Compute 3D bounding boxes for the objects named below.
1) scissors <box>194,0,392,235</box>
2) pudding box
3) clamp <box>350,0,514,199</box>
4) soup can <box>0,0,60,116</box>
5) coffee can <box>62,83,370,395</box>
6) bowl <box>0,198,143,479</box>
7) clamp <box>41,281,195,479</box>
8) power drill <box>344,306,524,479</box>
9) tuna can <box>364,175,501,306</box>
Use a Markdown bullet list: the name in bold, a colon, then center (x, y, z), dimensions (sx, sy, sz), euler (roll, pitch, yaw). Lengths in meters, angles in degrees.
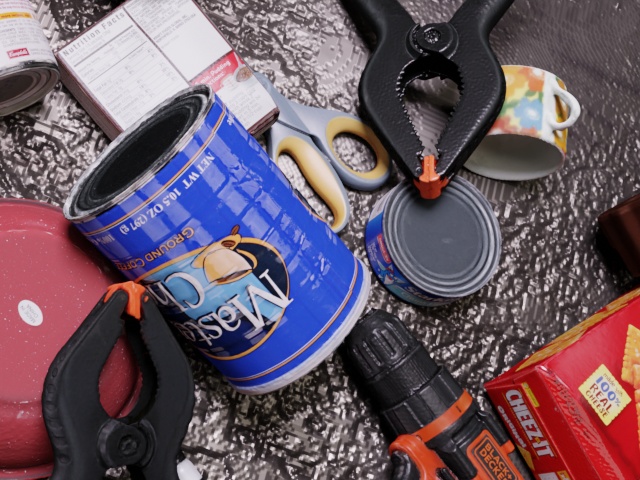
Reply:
- **scissors**: center (-0.022, -0.098, 0.698), dimensions (0.096, 0.016, 0.202), euler (-22, 83, -25)
- **pudding box**: center (-0.093, -0.092, 0.648), dimensions (0.090, 0.039, 0.113), euler (-40, 89, -16)
- **clamp**: center (0.083, -0.129, 0.698), dimensions (0.164, 0.036, 0.210), euler (-7, 67, 7)
- **soup can**: center (-0.198, -0.126, 0.605), dimensions (0.068, 0.069, 0.102), euler (-23, 83, -27)
- **coffee can**: center (-0.054, 0.001, 0.581), dimensions (0.140, 0.103, 0.102), euler (49, 60, -24)
- **bowl**: center (-0.161, 0.045, 0.571), dimensions (0.162, 0.055, 0.162), euler (7, 71, -21)
- **clamp**: center (-0.094, 0.110, 0.542), dimensions (0.120, 0.039, 0.171), euler (17, 79, -34)
- **power drill**: center (0.034, 0.151, 0.605), dimensions (0.187, 0.057, 0.184), euler (-37, 90, -35)
- **tuna can**: center (0.073, 0.000, 0.696), dimensions (0.086, 0.034, 0.086), euler (7, 70, -21)
